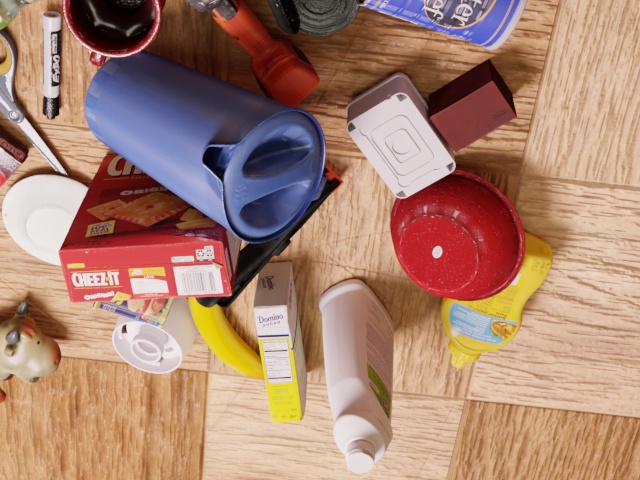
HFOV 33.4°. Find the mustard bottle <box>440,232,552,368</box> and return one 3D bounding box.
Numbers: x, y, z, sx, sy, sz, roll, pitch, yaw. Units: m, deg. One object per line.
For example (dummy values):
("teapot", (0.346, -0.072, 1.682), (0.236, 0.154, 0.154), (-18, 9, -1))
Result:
("mustard bottle", (0.194, 0.075, 1.253), (0.096, 0.058, 0.192), (17, 122, -3))

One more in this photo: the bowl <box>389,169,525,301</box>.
("bowl", (0.140, 0.005, 1.175), (0.162, 0.055, 0.162), (13, 118, 25))

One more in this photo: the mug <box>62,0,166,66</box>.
("mug", (-0.197, -0.224, 1.030), (0.093, 0.081, 0.117), (19, 119, -8))

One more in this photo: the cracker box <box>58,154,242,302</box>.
("cracker box", (-0.165, -0.023, 1.118), (0.164, 0.213, 0.072), (-3, 121, 5))

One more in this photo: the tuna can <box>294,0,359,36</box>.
("tuna can", (-0.001, -0.249, 1.068), (0.086, 0.033, 0.086), (2, 123, 2))

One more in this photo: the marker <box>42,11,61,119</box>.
("marker", (-0.286, -0.184, 1.135), (0.020, 0.020, 0.121), (9, 123, -3))

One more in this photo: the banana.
("banana", (-0.119, 0.097, 1.298), (0.070, 0.037, 0.198), (-8, 122, 9))

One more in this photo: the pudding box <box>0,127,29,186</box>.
("pudding box", (-0.396, -0.100, 1.184), (0.113, 0.039, 0.090), (40, 118, -20))

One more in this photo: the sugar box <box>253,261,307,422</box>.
("sugar box", (-0.047, 0.123, 1.278), (0.048, 0.093, 0.176), (-5, 122, 6))

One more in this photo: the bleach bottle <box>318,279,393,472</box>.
("bleach bottle", (0.041, 0.155, 1.199), (0.068, 0.250, 0.102), (-29, 117, 19))

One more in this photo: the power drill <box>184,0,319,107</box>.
("power drill", (-0.079, -0.211, 1.021), (0.057, 0.184, 0.187), (-37, 122, 7))

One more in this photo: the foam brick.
("foam brick", (0.159, -0.141, 1.120), (0.078, 0.051, 0.053), (-29, 118, 20))

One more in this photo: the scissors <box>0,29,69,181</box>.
("scissors", (-0.325, -0.155, 1.158), (0.201, 0.016, 0.096), (40, 116, -22))

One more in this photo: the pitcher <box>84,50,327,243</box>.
("pitcher", (-0.115, -0.102, 1.061), (0.243, 0.144, 0.149), (30, 147, 35))

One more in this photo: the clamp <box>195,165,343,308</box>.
("clamp", (-0.058, 0.001, 1.173), (0.036, 0.164, 0.210), (44, 95, 3))

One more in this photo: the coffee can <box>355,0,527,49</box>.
("coffee can", (0.116, -0.251, 1.012), (0.140, 0.103, 0.103), (15, 123, -14))

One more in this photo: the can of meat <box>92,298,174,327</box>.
("can of meat", (-0.208, 0.043, 1.240), (0.084, 0.057, 0.102), (19, 91, -12))
